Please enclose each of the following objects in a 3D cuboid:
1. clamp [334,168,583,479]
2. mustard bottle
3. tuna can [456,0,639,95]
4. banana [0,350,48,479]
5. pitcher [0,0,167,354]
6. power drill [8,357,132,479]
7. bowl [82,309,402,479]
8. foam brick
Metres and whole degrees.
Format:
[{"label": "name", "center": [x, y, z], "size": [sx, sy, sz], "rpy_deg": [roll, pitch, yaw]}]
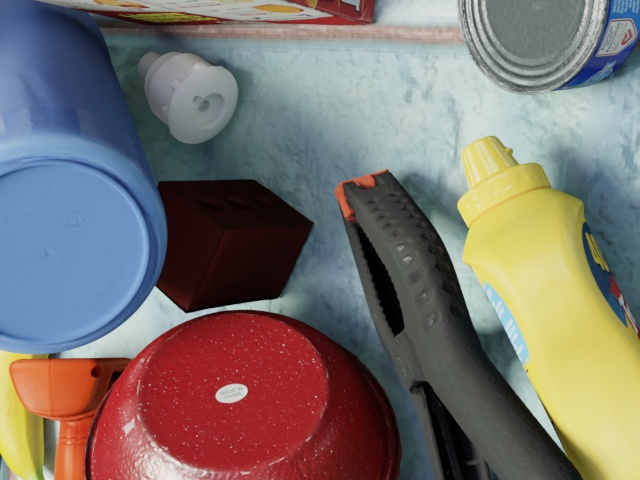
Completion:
[{"label": "clamp", "center": [0.057, 0.054, 0.487], "size": [0.165, 0.036, 0.210], "rpy_deg": [105, 147, -68]}, {"label": "mustard bottle", "center": [0.109, 0.041, 0.454], "size": [0.058, 0.096, 0.192], "rpy_deg": [-28, 75, 12]}, {"label": "tuna can", "center": [0.102, -0.109, 0.473], "size": [0.086, 0.033, 0.086], "rpy_deg": [19, 114, 50]}, {"label": "banana", "center": [-0.185, 0.073, 0.703], "size": [0.070, 0.037, 0.198], "rpy_deg": [14, 103, 16]}, {"label": "pitcher", "center": [-0.162, -0.052, 0.547], "size": [0.243, 0.149, 0.145], "rpy_deg": [-127, 38, -57]}, {"label": "power drill", "center": [-0.145, 0.160, 0.605], "size": [0.057, 0.184, 0.187], "rpy_deg": [1, 85, 0]}, {"label": "bowl", "center": [-0.040, 0.088, 0.522], "size": [0.162, 0.161, 0.055], "rpy_deg": [35, 148, 29]}, {"label": "foam brick", "center": [-0.054, 0.001, 0.578], "size": [0.053, 0.078, 0.051], "rpy_deg": [37, 114, 28]}]
